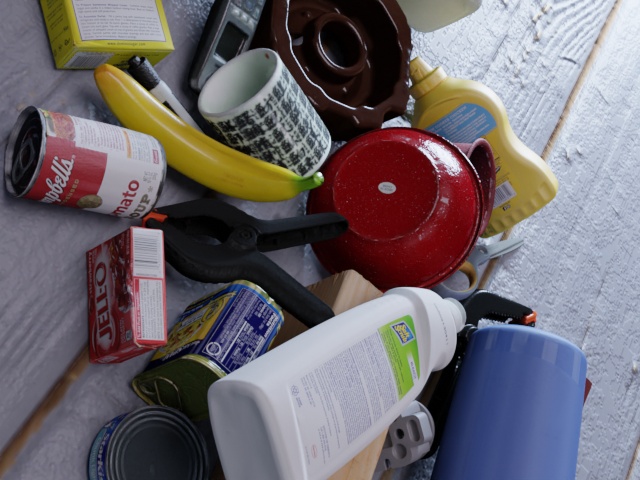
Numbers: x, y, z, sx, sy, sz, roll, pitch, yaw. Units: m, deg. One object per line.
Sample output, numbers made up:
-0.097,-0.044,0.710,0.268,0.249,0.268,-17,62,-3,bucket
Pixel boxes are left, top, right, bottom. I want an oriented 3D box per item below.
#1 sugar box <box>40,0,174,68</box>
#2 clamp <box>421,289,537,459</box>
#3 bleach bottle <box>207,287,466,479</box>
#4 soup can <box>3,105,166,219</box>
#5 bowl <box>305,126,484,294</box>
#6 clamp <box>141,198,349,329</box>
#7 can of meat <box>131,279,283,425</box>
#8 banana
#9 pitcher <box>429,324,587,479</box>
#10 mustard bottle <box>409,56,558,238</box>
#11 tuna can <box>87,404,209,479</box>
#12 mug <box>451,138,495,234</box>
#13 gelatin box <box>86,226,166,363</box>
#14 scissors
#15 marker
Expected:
-0.187,-0.229,0.870,0.093,0.048,0.176,-7,77,-41,sugar box
0.129,0.092,1.019,0.209,0.036,0.164,-24,93,-39,clamp
0.031,0.104,0.795,0.250,0.068,0.102,-23,103,-46,bleach bottle
-0.176,-0.056,0.801,0.102,0.069,0.068,12,67,-37,soup can
0.060,-0.035,0.928,0.055,0.162,0.162,56,30,-69,bowl
-0.056,0.001,0.858,0.171,0.039,0.120,22,39,0,clamp
-0.083,0.084,0.806,0.057,0.102,0.083,45,50,-17,can of meat
-0.095,-0.077,0.858,0.197,0.070,0.037,25,43,-6,banana
0.161,0.206,0.932,0.144,0.149,0.242,24,67,-20,pitcher
0.146,-0.101,1.063,0.191,0.096,0.058,53,29,-9,mustard bottle
-0.127,0.166,0.785,0.086,0.034,0.086,14,66,-35,tuna can
0.117,-0.047,1.020,0.117,0.082,0.093,41,59,-57,mug
-0.145,0.042,0.789,0.030,0.073,0.089,7,71,-37,gelatin box
0.141,0.005,1.071,0.096,0.016,0.201,40,31,8,scissors
-0.118,-0.104,0.880,0.121,0.020,0.020,52,48,-30,marker
